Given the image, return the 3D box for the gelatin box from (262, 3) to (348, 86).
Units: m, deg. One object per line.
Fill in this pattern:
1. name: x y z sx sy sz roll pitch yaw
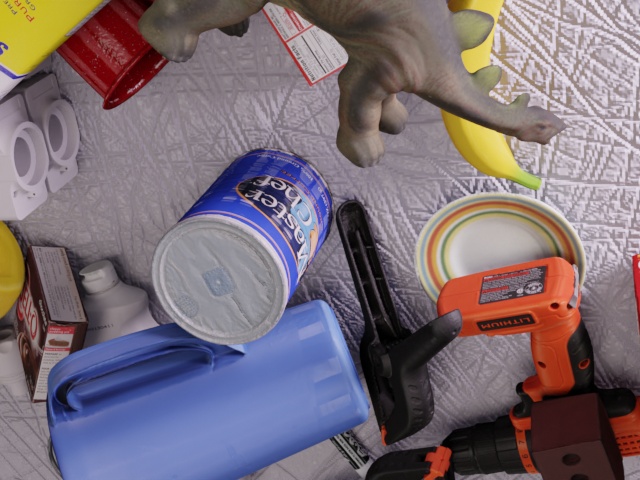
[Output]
1. gelatin box: 0.010 -0.166 0.779 0.089 0.030 0.073 -27 106 27

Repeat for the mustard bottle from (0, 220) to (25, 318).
1. mustard bottle: -0.335 0.068 0.971 0.192 0.058 0.096 -50 56 30

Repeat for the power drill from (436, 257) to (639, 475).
1. power drill: 0.158 0.109 0.842 0.185 0.057 0.187 -15 122 22

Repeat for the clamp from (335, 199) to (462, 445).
1. clamp: 0.064 0.090 0.841 0.036 0.165 0.210 -18 123 -18

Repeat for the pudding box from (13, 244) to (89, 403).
1. pudding box: -0.236 0.071 0.927 0.039 0.114 0.090 1 124 -28

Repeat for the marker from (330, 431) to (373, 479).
1. marker: 0.026 0.185 0.953 0.020 0.020 0.121 -33 102 27

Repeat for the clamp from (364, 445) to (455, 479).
1. clamp: 0.057 0.225 0.925 0.120 0.039 0.172 20 132 0

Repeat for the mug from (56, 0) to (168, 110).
1. mug: -0.151 -0.165 0.793 0.081 0.093 0.117 45 132 -2

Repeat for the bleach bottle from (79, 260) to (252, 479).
1. bleach bottle: -0.149 0.134 0.958 0.103 0.068 0.251 -13 108 18

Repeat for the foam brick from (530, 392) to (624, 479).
1. foam brick: 0.194 0.162 0.802 0.053 0.051 0.078 -15 122 22

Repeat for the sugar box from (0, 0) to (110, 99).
1. sugar box: -0.218 -0.164 0.733 0.176 0.048 0.093 -41 101 5

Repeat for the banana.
1. banana: 0.117 -0.127 0.765 0.069 0.037 0.198 -8 115 1

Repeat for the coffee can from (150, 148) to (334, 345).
1. coffee can: -0.055 0.001 0.817 0.103 0.140 0.103 7 117 14

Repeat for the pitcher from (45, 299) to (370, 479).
1. pitcher: -0.091 0.130 0.858 0.243 0.149 0.145 -21 86 -1
